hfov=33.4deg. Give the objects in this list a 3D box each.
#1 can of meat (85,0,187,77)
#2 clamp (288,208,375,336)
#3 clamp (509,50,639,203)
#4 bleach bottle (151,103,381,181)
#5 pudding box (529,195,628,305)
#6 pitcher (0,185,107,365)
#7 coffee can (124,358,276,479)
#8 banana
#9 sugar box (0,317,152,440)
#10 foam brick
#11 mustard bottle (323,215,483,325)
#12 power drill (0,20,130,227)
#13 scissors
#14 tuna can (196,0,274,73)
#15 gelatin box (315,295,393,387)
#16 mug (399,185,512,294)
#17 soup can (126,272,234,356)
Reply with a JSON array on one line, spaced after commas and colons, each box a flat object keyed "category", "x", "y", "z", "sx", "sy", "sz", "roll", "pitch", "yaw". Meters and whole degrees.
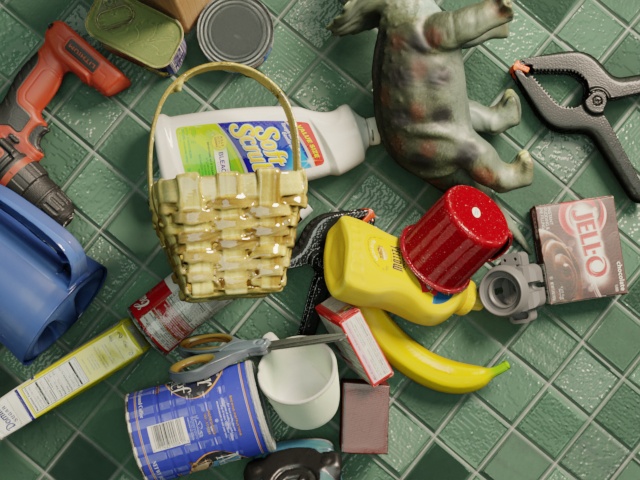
[{"category": "can of meat", "x": -0.197, "y": -0.223, "z": 1.165, "sx": 0.102, "sy": 0.084, "sz": 0.057, "roll": 26, "pitch": 88, "yaw": -1}, {"category": "clamp", "x": 0.000, "y": 0.035, "z": 1.188, "sx": 0.171, "sy": 0.039, "sz": 0.120, "roll": -35, "pitch": 107, "yaw": -3}, {"category": "clamp", "x": 0.308, "y": -0.143, "z": 1.198, "sx": 0.210, "sy": 0.036, "sz": 0.164, "roll": 18, "pitch": 88, "yaw": 1}, {"category": "bleach bottle", "x": -0.053, "y": -0.109, "z": 1.177, "sx": 0.250, "sy": 0.068, "sz": 0.102, "roll": -11, "pitch": 94, "yaw": -4}, {"category": "pudding box", "x": 0.288, "y": 0.011, "z": 1.194, "sx": 0.090, "sy": 0.039, "sz": 0.113, "roll": -8, "pitch": 89, "yaw": -2}, {"category": "pitcher", "x": -0.354, "y": 0.004, "z": 1.131, "sx": 0.243, "sy": 0.145, "sz": 0.149, "roll": 39, "pitch": 91, "yaw": 2}, {"category": "coffee can", "x": -0.128, "y": 0.195, "z": 1.149, "sx": 0.140, "sy": 0.103, "sz": 0.103, "roll": -16, "pitch": 89, "yaw": -2}, {"category": "banana", "x": 0.108, "y": 0.120, "z": 1.188, "sx": 0.198, "sy": 0.037, "sz": 0.069, "roll": 27, "pitch": 93, "yaw": 0}, {"category": "sugar box", "x": -0.270, "y": 0.147, "z": 1.152, "sx": 0.176, "sy": 0.093, "sz": 0.048, "roll": -34, "pitch": 90, "yaw": -1}, {"category": "foam brick", "x": 0.048, "y": 0.193, "z": 1.179, "sx": 0.051, "sy": 0.053, "sz": 0.078, "roll": 2, "pitch": 90, "yaw": -1}, {"category": "mustard bottle", "x": 0.098, "y": 0.043, "z": 1.159, "sx": 0.191, "sy": 0.058, "sz": 0.096, "roll": 19, "pitch": 45, "yaw": -24}, {"category": "power drill", "x": -0.298, "y": -0.131, "z": 1.174, "sx": 0.184, "sy": 0.057, "sz": 0.187, "roll": 42, "pitch": 88, "yaw": 0}, {"category": "scissors", "x": -0.078, "y": 0.122, "z": 1.127, "sx": 0.202, "sy": 0.096, "sz": 0.016, "roll": -2, "pitch": 116, "yaw": 34}, {"category": "tuna can", "x": -0.094, "y": -0.231, "z": 1.192, "sx": 0.086, "sy": 0.034, "sz": 0.086, "roll": 0, "pitch": 89, "yaw": -2}, {"category": "gelatin box", "x": 0.037, "y": 0.108, "z": 1.157, "sx": 0.030, "sy": 0.073, "sz": 0.089, "roll": -33, "pitch": 109, "yaw": -12}, {"category": "mug", "x": 0.154, "y": -0.002, "z": 1.131, "sx": 0.117, "sy": 0.082, "sz": 0.093, "roll": 13, "pitch": 47, "yaw": -30}, {"category": "soup can", "x": -0.151, "y": 0.069, "z": 1.168, "sx": 0.102, "sy": 0.068, "sz": 0.068, "roll": -39, "pitch": 90, "yaw": -2}]
